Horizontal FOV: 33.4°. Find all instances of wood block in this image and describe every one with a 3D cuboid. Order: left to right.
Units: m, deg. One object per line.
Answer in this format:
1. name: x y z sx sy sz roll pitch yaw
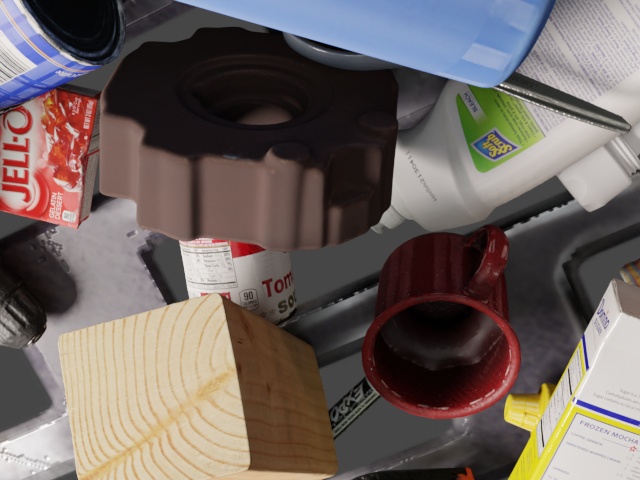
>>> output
1. wood block: -0.060 0.100 0.619 0.091 0.206 0.090 -14 75 9

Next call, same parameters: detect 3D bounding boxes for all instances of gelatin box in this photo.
1. gelatin box: -0.180 -0.058 0.683 0.073 0.030 0.089 14 106 2

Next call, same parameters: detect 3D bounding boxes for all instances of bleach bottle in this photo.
1. bleach bottle: 0.124 -0.090 0.624 0.251 0.068 0.102 -34 69 19

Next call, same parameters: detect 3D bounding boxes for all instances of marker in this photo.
1. marker: 0.023 0.110 0.719 0.020 0.020 0.121 43 106 -8

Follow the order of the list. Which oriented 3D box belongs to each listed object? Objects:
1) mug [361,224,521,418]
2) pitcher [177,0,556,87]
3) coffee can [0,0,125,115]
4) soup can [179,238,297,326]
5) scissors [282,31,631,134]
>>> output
1. mug: 0.079 0.039 0.649 0.093 0.081 0.117 22 122 -7
2. pitcher: -0.004 -0.168 0.535 0.242 0.145 0.149 18 72 -6
3. coffee can: -0.196 -0.119 0.596 0.140 0.102 0.103 -21 104 24
4. soup can: -0.054 0.001 0.669 0.068 0.068 0.102 -7 106 7
5. scissors: 0.079 -0.113 0.604 0.202 0.096 0.016 13 142 11
